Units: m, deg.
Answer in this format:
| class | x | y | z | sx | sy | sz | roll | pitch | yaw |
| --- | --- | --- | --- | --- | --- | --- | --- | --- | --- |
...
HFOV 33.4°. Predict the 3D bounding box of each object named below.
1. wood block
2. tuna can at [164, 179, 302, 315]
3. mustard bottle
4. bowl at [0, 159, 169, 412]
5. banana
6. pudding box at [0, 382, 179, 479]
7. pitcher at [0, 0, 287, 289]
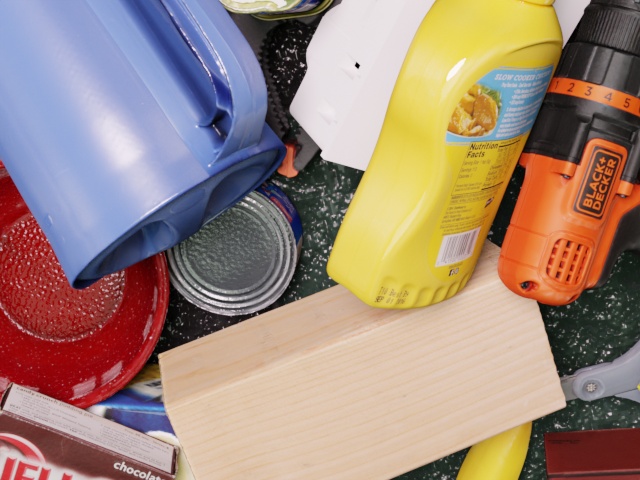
| class | x | y | z | sx | sy | sz | roll | pitch | yaw |
| --- | --- | --- | --- | --- | --- | --- | --- | --- | --- |
| wood block | 0.021 | 0.080 | 0.614 | 0.206 | 0.090 | 0.091 | -21 | 107 | -5 |
| tuna can | -0.054 | 0.001 | 0.661 | 0.086 | 0.033 | 0.086 | 3 | 110 | 8 |
| mustard bottle | 0.069 | -0.061 | 0.514 | 0.058 | 0.096 | 0.192 | 37 | 121 | 32 |
| bowl | -0.170 | 0.025 | 0.664 | 0.162 | 0.055 | 0.162 | 0 | 96 | 2 |
| banana | 0.115 | 0.202 | 0.708 | 0.069 | 0.037 | 0.198 | -15 | 110 | -11 |
| pudding box | -0.154 | 0.147 | 0.644 | 0.113 | 0.039 | 0.090 | 23 | 112 | -14 |
| pitcher | -0.129 | -0.110 | 0.559 | 0.149 | 0.145 | 0.243 | -34 | 87 | 5 |
